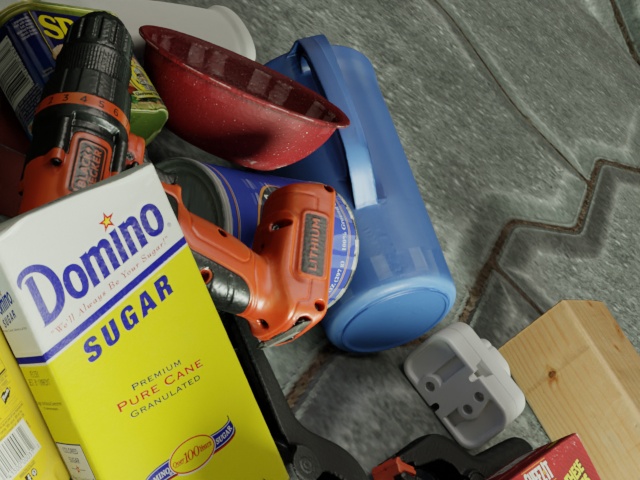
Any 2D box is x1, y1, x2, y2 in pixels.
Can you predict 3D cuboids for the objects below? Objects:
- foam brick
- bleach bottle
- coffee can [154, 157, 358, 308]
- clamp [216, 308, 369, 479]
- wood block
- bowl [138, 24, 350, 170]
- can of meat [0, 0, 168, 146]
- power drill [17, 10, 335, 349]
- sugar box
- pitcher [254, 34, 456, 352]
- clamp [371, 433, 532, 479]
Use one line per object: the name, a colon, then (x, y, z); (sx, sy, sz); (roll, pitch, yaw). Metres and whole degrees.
foam brick: (-0.197, -0.060, 0.693); (0.051, 0.053, 0.078); (27, 34, -33)
bleach bottle: (-0.163, -0.143, 0.792); (0.250, 0.103, 0.068); (-2, 55, -55)
coffee can: (-0.055, 0.001, 0.754); (0.140, 0.103, 0.103); (7, 47, -50)
clamp: (-0.027, 0.141, 0.623); (0.210, 0.036, 0.164); (50, 32, -8)
wood block: (0.268, 0.164, 0.995); (0.090, 0.091, 0.206); (6, 48, -50)
bowl: (-0.062, -0.094, 0.756); (0.162, 0.055, 0.162); (23, 15, -7)
can of meat: (-0.156, -0.101, 0.685); (0.101, 0.058, 0.084); (-7, 61, -56)
power drill: (-0.081, -0.028, 0.621); (0.187, 0.057, 0.184); (22, 57, -28)
sugar box: (-0.091, 0.060, 0.519); (0.093, 0.048, 0.176); (-29, 102, -34)
pitcher: (0.020, -0.040, 0.875); (0.149, 0.145, 0.243); (18, 42, -47)
clamp: (0.113, 0.199, 0.797); (0.171, 0.039, 0.120); (13, 47, -37)
